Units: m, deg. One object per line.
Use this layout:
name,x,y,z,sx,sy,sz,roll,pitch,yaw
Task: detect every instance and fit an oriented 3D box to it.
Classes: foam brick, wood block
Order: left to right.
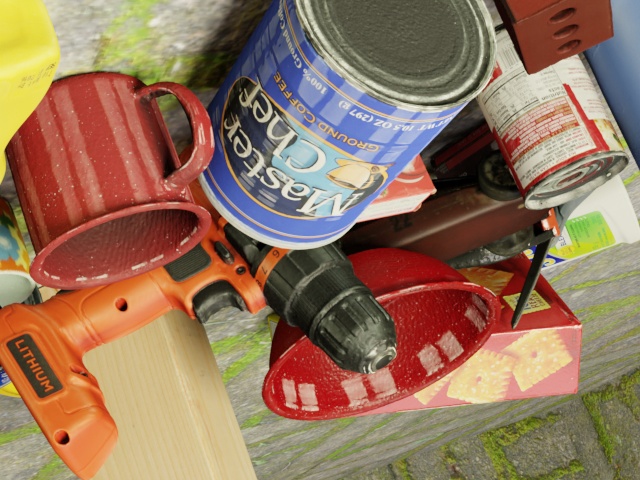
wood block,-0.122,0.120,0.770,0.091,0.206,0.090,-25,162,10
foam brick,0.120,-0.132,0.568,0.053,0.051,0.078,-25,163,12

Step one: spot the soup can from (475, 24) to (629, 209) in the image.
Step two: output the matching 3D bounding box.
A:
soup can,0.137,-0.079,0.659,0.068,0.102,0.068,-20,163,-7

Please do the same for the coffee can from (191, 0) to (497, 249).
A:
coffee can,0.006,-0.071,0.528,0.102,0.103,0.141,-11,160,-31

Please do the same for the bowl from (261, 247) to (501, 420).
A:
bowl,0.031,0.053,0.685,0.162,0.055,0.162,-17,149,-11

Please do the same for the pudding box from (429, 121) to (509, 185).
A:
pudding box,0.153,-0.065,0.825,0.113,0.039,0.090,-1,155,-47

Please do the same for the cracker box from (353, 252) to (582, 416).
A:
cracker box,0.083,0.067,0.870,0.213,0.072,0.164,-4,-157,-6

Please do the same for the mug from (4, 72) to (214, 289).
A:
mug,-0.103,-0.037,0.536,0.117,0.081,0.093,-31,160,28

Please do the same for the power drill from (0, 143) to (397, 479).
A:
power drill,-0.075,0.045,0.588,0.187,0.185,0.057,-35,146,-15

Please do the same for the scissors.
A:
scissors,0.174,-0.009,0.861,0.201,0.016,0.096,-54,-159,-21
